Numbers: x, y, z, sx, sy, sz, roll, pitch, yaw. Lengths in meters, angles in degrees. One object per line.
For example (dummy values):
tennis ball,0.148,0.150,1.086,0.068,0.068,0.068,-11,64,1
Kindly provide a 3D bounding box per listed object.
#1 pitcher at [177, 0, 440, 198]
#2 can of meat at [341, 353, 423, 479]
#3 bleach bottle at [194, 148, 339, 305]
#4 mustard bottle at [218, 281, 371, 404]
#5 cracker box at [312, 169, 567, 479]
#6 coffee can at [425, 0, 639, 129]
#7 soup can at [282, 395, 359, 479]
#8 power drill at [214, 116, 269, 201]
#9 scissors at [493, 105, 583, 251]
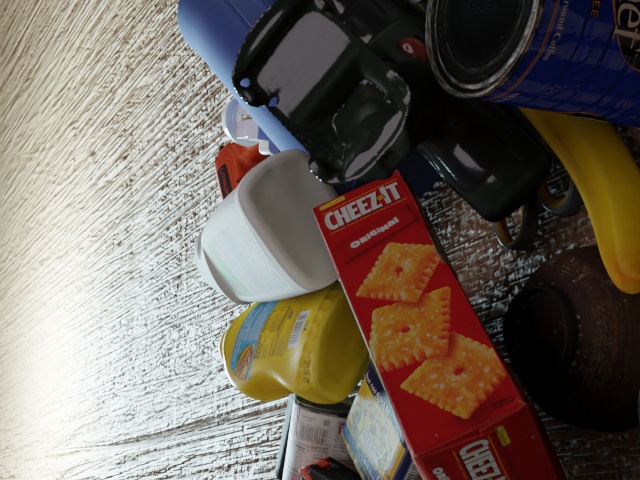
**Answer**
pitcher,-0.009,-0.133,0.840,0.243,0.149,0.145,54,142,30
can of meat,0.062,0.141,0.795,0.102,0.057,0.084,-119,41,-48
bleach bottle,-0.056,0.001,0.858,0.102,0.068,0.251,57,158,-6
mustard bottle,-0.032,0.088,0.898,0.192,0.058,0.096,-11,54,55
cracker box,0.078,0.082,0.652,0.214,0.072,0.164,-111,-6,-50
coffee can,0.144,-0.119,0.590,0.103,0.140,0.103,-19,69,60
soup can,0.003,0.184,0.886,0.069,0.068,0.102,17,99,62
power drill,-0.037,-0.094,1.027,0.188,0.057,0.184,-55,35,39
scissors,0.144,-0.094,0.722,0.096,0.016,0.202,-8,79,60
